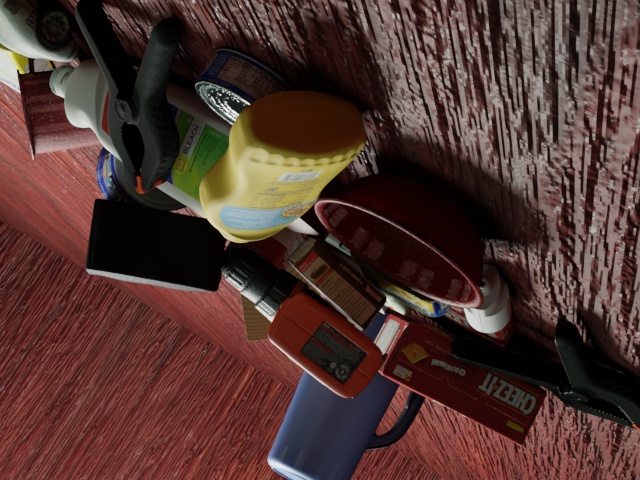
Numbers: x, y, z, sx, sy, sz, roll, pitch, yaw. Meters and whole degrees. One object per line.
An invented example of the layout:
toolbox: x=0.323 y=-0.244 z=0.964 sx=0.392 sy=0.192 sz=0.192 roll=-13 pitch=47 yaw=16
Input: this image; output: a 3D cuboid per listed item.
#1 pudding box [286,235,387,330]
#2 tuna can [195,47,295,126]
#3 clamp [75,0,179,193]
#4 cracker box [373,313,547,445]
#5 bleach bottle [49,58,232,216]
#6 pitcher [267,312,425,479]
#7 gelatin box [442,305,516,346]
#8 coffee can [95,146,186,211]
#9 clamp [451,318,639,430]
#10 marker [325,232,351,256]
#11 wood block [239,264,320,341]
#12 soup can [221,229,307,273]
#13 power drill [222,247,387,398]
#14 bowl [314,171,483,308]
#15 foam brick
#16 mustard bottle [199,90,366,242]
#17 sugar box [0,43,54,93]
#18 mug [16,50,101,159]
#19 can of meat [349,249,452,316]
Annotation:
pudding box: x=0.014 y=0.038 z=1.013 sx=0.090 sy=0.039 sz=0.113 roll=41 pitch=176 yaw=-4
tuna can: x=-0.057 y=-0.114 z=0.853 sx=0.086 sy=0.033 sz=0.086 roll=30 pitch=168 yaw=7
clamp: x=-0.148 y=-0.119 z=0.898 sx=0.120 sy=0.039 sz=0.171 roll=18 pitch=129 yaw=48
cracker box: x=0.145 y=0.146 z=1.190 sx=0.164 sy=0.072 sz=0.214 roll=27 pitch=178 yaw=-1
bleach bottle: x=-0.155 y=-0.099 z=0.995 sx=0.251 sy=0.102 sz=0.068 roll=26 pitch=-168 yaw=23
pitcher: x=0.037 y=0.213 z=1.409 sx=0.149 sy=0.242 sz=0.145 roll=17 pitch=161 yaw=28
gelatin box: x=0.148 y=0.067 z=1.066 sx=0.089 sy=0.030 sz=0.073 roll=27 pitch=167 yaw=24
coffee can: x=-0.175 y=-0.078 z=1.121 sx=0.102 sy=0.102 sz=0.140 roll=35 pitch=167 yaw=-15
clamp: x=0.250 y=0.131 z=1.026 sx=0.209 sy=0.036 sz=0.165 roll=27 pitch=158 yaw=-16
marker: x=0.060 y=0.024 z=1.140 sx=0.121 sy=0.020 sz=0.020 roll=33 pitch=168 yaw=-2
wood block: x=-0.047 y=0.068 z=1.275 sx=0.090 sy=0.091 sz=0.206 roll=-8 pitch=176 yaw=-2
soup can: x=-0.057 y=0.001 z=1.143 sx=0.068 sy=0.102 sz=0.068 roll=31 pitch=168 yaw=7
power drill: x=-0.016 y=0.075 z=1.018 sx=0.184 sy=0.057 sz=0.188 roll=36 pitch=-178 yaw=-8
bowl: x=0.076 y=-0.009 z=0.888 sx=0.162 sy=0.055 sz=0.162 roll=30 pitch=168 yaw=7
foam brick: x=-0.021 y=-0.042 z=1.009 sx=0.053 sy=0.051 sz=0.078 roll=40 pitch=165 yaw=-28
mustard bottle: x=-0.043 y=-0.046 z=0.840 sx=0.096 sy=0.058 sz=0.192 roll=-7 pitch=159 yaw=-26
sugar box: x=-0.344 y=-0.211 z=1.151 sx=0.093 sy=0.048 sz=0.176 roll=31 pitch=171 yaw=1
mug: x=-0.264 y=-0.146 z=1.093 sx=0.093 sy=0.081 sz=0.117 roll=-133 pitch=35 yaw=-66
can of meat: x=0.083 y=0.026 z=1.006 sx=0.102 sy=0.057 sz=0.084 roll=29 pitch=170 yaw=17
